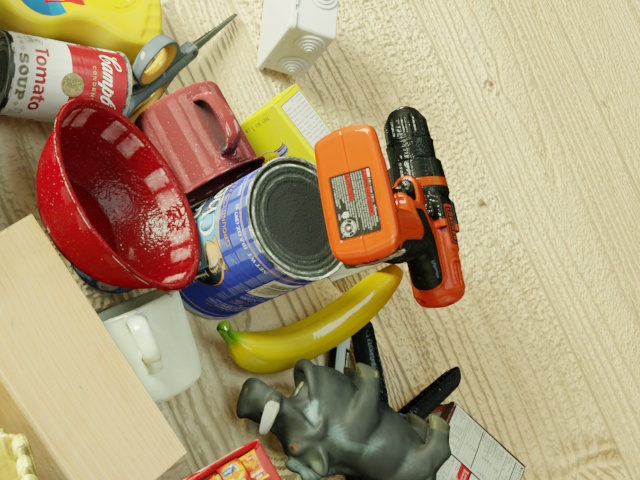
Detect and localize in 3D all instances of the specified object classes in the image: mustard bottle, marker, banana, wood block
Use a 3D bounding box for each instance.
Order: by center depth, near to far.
[{"bbox_3d":[-0.202,0.100,0.771,0.090,0.090,0.206,-37,98,-40],"label":"wood block"},{"bbox_3d":[-0.228,-0.207,0.879,0.191,0.058,0.096,5,63,-36],"label":"mustard bottle"},{"bbox_3d":[-0.006,0.076,0.946,0.197,0.070,0.037,-19,53,-33],"label":"banana"},{"bbox_3d":[0.013,0.142,0.969,0.020,0.020,0.121,22,62,-31],"label":"marker"}]

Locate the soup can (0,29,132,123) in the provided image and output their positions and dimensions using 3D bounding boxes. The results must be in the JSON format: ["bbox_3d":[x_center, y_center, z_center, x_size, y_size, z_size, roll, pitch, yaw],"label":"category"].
[{"bbox_3d":[-0.212,-0.127,0.857,0.102,0.069,0.068,6,71,-36],"label":"soup can"}]

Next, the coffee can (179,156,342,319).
[{"bbox_3d":[-0.056,0.001,0.886,0.102,0.141,0.103,14,66,-34],"label":"coffee can"}]

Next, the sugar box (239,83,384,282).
[{"bbox_3d":[-0.005,-0.048,0.975,0.176,0.094,0.048,53,51,-10],"label":"sugar box"}]

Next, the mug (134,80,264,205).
[{"bbox_3d":[-0.102,-0.086,0.901,0.093,0.117,0.081,-27,87,-29],"label":"mug"}]

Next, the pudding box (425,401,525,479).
[{"bbox_3d":[0.139,0.224,1.027,0.113,0.039,0.090,45,52,-19],"label":"pudding box"}]

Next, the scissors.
[{"bbox_3d":[-0.119,-0.173,0.939,0.016,0.096,0.201,33,56,4],"label":"scissors"}]

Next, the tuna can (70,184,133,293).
[{"bbox_3d":[-0.164,-0.001,0.872,0.086,0.034,0.086,14,66,-34],"label":"tuna can"}]

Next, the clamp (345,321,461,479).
[{"bbox_3d":[0.056,0.159,0.986,0.120,0.039,0.171,33,58,-8],"label":"clamp"}]

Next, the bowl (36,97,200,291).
[{"bbox_3d":[-0.160,-0.024,0.798,0.162,0.055,0.162,50,22,-30],"label":"bowl"}]

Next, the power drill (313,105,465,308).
[{"bbox_3d":[0.062,-0.040,0.882,0.187,0.057,0.184,14,61,-62],"label":"power drill"}]
